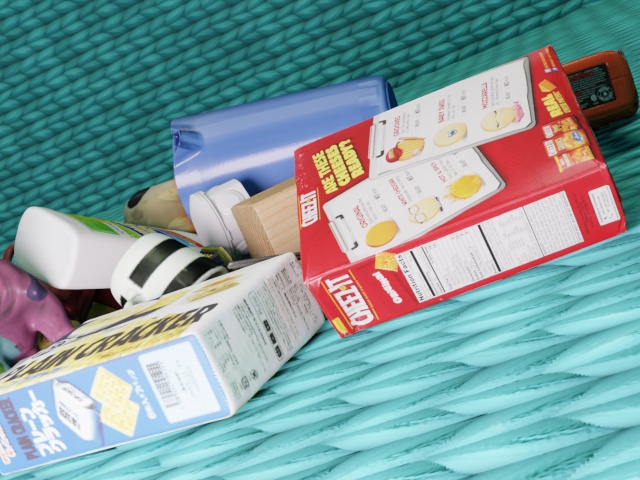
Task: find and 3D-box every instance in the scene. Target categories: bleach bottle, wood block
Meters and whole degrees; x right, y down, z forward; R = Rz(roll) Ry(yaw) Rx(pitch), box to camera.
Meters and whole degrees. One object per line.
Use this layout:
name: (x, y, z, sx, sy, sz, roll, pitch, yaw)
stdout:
bleach bottle: (-0.185, 0.014, 1.116, 0.103, 0.068, 0.250, 23, 12, 38)
wood block: (0.031, -0.036, 1.021, 0.206, 0.090, 0.091, -27, 9, -16)

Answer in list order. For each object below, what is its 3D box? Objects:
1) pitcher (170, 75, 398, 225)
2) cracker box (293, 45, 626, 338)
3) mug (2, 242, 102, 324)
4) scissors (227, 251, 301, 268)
pitcher: (-0.030, -0.094, 1.164, 0.243, 0.145, 0.149, -13, 18, 12)
cracker box: (0.093, -0.037, 0.769, 0.214, 0.072, 0.164, -22, 36, 13)
mug: (-0.290, 0.050, 1.128, 0.093, 0.117, 0.081, -23, 34, 25)
scissors: (-0.006, 0.014, 0.898, 0.201, 0.016, 0.096, -10, -9, -30)
